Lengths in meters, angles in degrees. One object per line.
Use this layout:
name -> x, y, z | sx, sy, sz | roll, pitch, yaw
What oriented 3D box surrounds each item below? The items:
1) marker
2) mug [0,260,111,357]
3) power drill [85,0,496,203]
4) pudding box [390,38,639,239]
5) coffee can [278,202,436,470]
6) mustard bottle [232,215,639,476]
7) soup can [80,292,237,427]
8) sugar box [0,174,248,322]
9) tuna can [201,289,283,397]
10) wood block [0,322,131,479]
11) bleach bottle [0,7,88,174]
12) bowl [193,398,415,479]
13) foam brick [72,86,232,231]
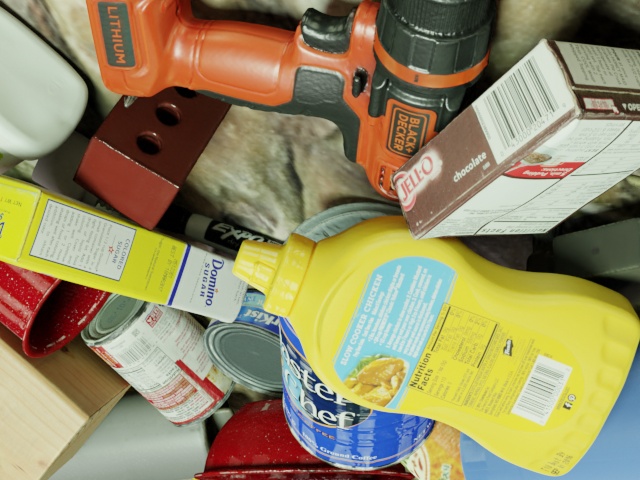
marker -> -0.055, 0.001, 0.684 | 0.121, 0.020, 0.020 | 20, 145, 7
mug -> -0.192, 0.019, 0.737 | 0.081, 0.093, 0.117 | 36, -169, 14
power drill -> -0.015, -0.101, 0.493 | 0.188, 0.057, 0.184 | 19, 146, 10
pudding box -> 0.099, -0.041, 0.474 | 0.089, 0.039, 0.114 | -3, 157, -36
coffee can -> 0.026, 0.060, 0.639 | 0.103, 0.102, 0.140 | 16, 144, 13
mustard bottle -> 0.049, 0.041, 0.522 | 0.191, 0.058, 0.096 | 20, 111, -3
soup can -> -0.117, 0.080, 0.782 | 0.069, 0.068, 0.102 | -12, 130, 41
sugar box -> -0.131, 0.006, 0.630 | 0.093, 0.048, 0.176 | 15, 173, 39
tuna can -> -0.038, 0.073, 0.754 | 0.086, 0.033, 0.086 | 17, 144, 12
wood block -> -0.252, 0.077, 0.777 | 0.206, 0.090, 0.090 | 41, 106, 2
bleach bottle -> -0.251, -0.065, 0.685 | 0.102, 0.068, 0.251 | 42, 144, -21
bowl -> -0.012, 0.148, 0.783 | 0.162, 0.055, 0.162 | 0, 165, 0
foam brick -> -0.090, -0.057, 0.582 | 0.053, 0.078, 0.051 | 32, 146, -9
